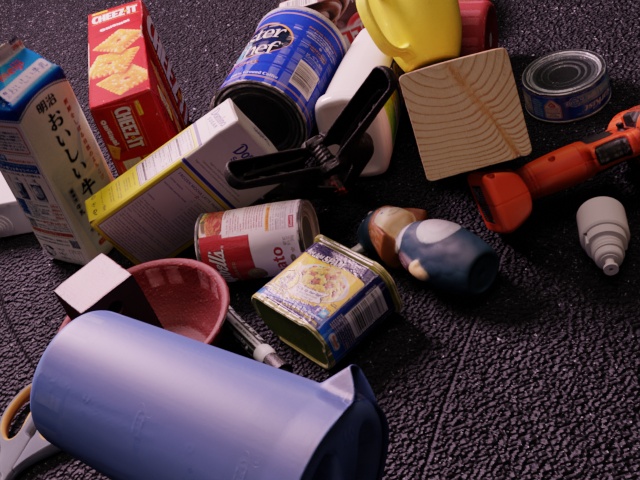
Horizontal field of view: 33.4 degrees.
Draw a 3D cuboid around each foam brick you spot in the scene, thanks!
[{"bbox_3d":[-0.169,0.061,0.863,0.053,0.078,0.051,-40,42,-20],"label":"foam brick"}]

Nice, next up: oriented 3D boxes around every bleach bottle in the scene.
[{"bbox_3d":[0.059,-0.180,1.126,0.068,0.102,0.250,0,42,18],"label":"bleach bottle"}]

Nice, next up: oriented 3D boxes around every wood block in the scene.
[{"bbox_3d":[0.126,-0.117,0.953,0.090,0.091,0.206,-15,7,8],"label":"wood block"}]

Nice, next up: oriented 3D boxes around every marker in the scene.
[{"bbox_3d":[-0.059,0.087,0.920,0.020,0.020,0.121,-33,39,-17],"label":"marker"}]

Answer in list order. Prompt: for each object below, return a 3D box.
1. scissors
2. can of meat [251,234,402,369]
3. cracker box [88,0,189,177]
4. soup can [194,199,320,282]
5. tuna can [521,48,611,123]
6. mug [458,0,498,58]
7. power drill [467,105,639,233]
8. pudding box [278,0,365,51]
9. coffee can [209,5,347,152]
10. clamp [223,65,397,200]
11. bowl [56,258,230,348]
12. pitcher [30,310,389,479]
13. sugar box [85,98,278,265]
[{"bbox_3d":[-0.246,0.193,0.879,0.096,0.016,0.201,-9,39,15],"label":"scissors"},{"bbox_3d":[0.004,0.052,0.904,0.083,0.057,0.102,-40,41,-21],"label":"can of meat"},{"bbox_3d":[-0.185,-0.135,1.133,0.072,0.164,0.214,-17,38,1],"label":"cracker box"},{"bbox_3d":[-0.056,0.001,0.985,0.102,0.068,0.068,-8,39,15],"label":"soup can"},{"bbox_3d":[0.245,-0.155,1.067,0.086,0.033,0.086,-13,38,10],"label":"tuna can"},{"bbox_3d":[0.140,-0.207,1.135,0.082,0.093,0.117,3,41,20],"label":"mug"},{"bbox_3d":[0.225,-0.065,0.891,0.187,0.057,0.184,-22,1,-1],"label":"power drill"},{"bbox_3d":[0.017,-0.247,1.239,0.113,0.090,0.039,-13,36,10],"label":"pudding box"},{"bbox_3d":[-0.040,-0.159,1.089,0.103,0.103,0.140,-1,42,24],"label":"coffee can"},{"bbox_3d":[-0.006,-0.072,0.962,0.164,0.210,0.036,-30,77,-6],"label":"clamp"},{"bbox_3d":[-0.147,0.089,0.929,0.162,0.055,0.162,-13,38,10],"label":"bowl"},{"bbox_3d":[-0.087,0.145,0.750,0.243,0.145,0.149,18,45,28],"label":"pitcher"},{"bbox_3d":[-0.127,-0.050,1.018,0.176,0.093,0.048,-35,43,10],"label":"sugar box"}]
